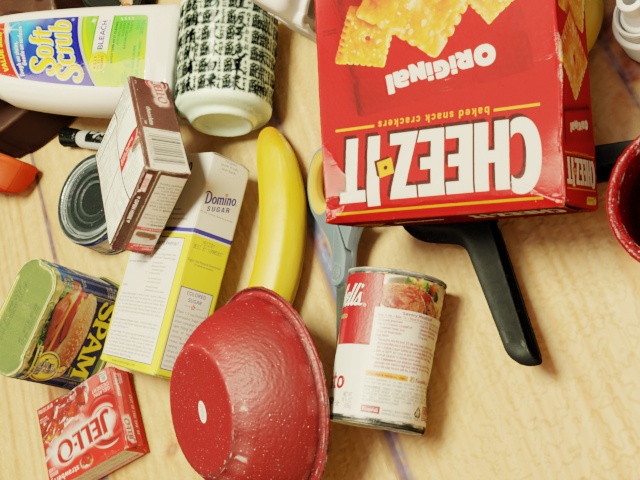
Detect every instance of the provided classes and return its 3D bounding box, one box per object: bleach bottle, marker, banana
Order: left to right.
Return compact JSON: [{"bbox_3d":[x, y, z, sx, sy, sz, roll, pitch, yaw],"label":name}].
[{"bbox_3d":[-0.232,-0.149,0.928,0.251,0.068,0.102,0,76,15],"label":"bleach bottle"},{"bbox_3d":[-0.193,-0.089,0.960,0.121,0.020,0.020,10,81,36],"label":"marker"},{"bbox_3d":[-0.041,0.006,0.814,0.070,0.037,0.198,6,79,36],"label":"banana"}]

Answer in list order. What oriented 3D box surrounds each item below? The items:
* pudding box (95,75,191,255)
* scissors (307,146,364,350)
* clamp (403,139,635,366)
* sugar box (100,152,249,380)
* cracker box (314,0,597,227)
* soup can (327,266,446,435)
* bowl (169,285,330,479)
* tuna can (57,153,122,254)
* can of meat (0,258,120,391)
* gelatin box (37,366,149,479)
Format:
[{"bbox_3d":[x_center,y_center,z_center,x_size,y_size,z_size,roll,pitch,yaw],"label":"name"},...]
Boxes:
[{"bbox_3d":[-0.141,-0.059,0.833,0.090,0.039,0.113,-59,33,36],"label":"pudding box"},{"bbox_3d":[0.009,0.013,0.787,0.096,0.016,0.202,22,104,60],"label":"scissors"},{"bbox_3d":[0.108,-0.019,0.717,0.210,0.036,0.164,24,81,39],"label":"clamp"},{"bbox_3d":[-0.115,0.020,0.847,0.094,0.048,0.176,4,75,51],"label":"sugar box"},{"bbox_3d":[0.080,-0.119,0.670,0.164,0.072,0.214,-4,87,32],"label":"cracker box"},{"bbox_3d":[0.044,0.075,0.715,0.069,0.068,0.102,1,76,35],"label":"soup can"},{"bbox_3d":[-0.060,0.114,0.740,0.162,0.055,0.162,10,102,55],"label":"bowl"},{"bbox_3d":[-0.188,-0.033,0.929,0.086,0.033,0.086,-11,69,31],"label":"tuna can"},{"bbox_3d":[-0.219,0.071,0.886,0.058,0.083,0.102,24,89,37],"label":"can of meat"},{"bbox_3d":[-0.187,0.155,0.871,0.089,0.030,0.073,-31,60,23],"label":"gelatin box"}]
